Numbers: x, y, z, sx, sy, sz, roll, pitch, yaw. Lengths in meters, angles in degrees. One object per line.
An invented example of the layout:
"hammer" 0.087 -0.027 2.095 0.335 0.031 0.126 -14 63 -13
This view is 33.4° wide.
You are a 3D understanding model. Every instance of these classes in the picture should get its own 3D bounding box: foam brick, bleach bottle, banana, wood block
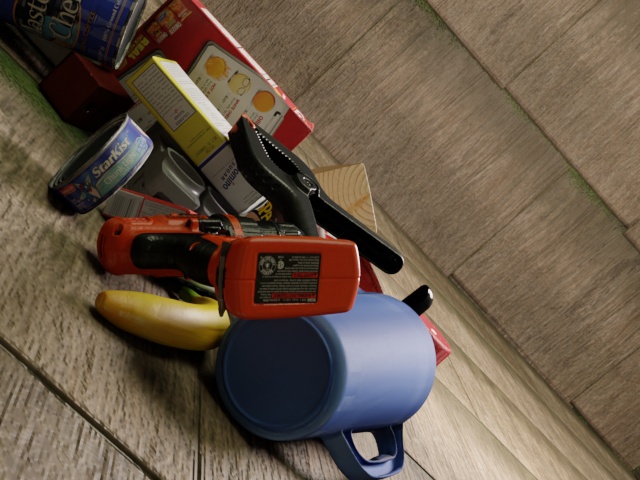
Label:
"foam brick" -0.234 -0.146 1.073 0.051 0.053 0.078 50 10 16
"bleach bottle" -0.277 -0.244 1.277 0.102 0.068 0.251 46 6 -4
"banana" -0.110 0.061 0.823 0.070 0.037 0.197 19 0 10
"wood block" -0.004 -0.046 1.384 0.206 0.090 0.090 -168 -114 -76

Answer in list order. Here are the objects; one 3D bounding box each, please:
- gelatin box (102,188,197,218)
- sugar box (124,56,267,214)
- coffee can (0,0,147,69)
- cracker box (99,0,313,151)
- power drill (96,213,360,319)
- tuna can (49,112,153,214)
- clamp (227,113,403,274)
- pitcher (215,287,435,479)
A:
"gelatin box" -0.133 -0.015 0.929 0.089 0.030 0.073 17 -6 27
"sugar box" -0.116 -0.106 1.087 0.176 0.048 0.093 52 10 1
"coffee can" -0.257 -0.250 1.097 0.140 0.103 0.103 22 13 -8
"cracker box" -0.137 -0.149 1.201 0.213 0.164 0.072 47 11 -6
"power drill" -0.053 0.015 0.804 0.184 0.057 0.188 -2 7 -34
"tuna can" -0.176 -0.062 0.861 0.033 0.086 0.086 47 8 -20
"clamp" -0.024 -0.038 1.002 0.210 0.036 0.164 47 22 15
"pitcher" 0.011 0.116 0.903 0.149 0.145 0.242 28 5 20
